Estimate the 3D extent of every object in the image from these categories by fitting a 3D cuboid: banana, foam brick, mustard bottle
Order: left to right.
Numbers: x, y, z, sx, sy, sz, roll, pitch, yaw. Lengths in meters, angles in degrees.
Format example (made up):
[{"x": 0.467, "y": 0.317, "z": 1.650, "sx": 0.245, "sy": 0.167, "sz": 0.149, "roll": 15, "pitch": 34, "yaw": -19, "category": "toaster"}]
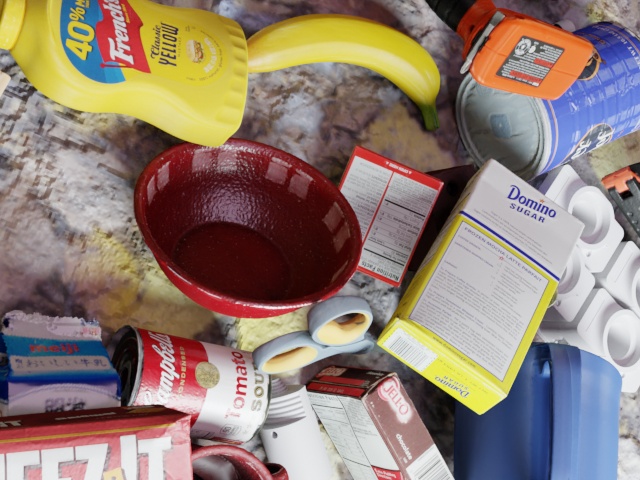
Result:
[{"x": -0.144, "y": -0.130, "z": 0.722, "sx": 0.191, "sy": 0.058, "sz": 0.096, "roll": 13, "pitch": 63, "yaw": -28, "category": "mustard bottle"}, {"x": 0.025, "y": -0.143, "z": 0.837, "sx": 0.197, "sy": 0.037, "sz": 0.069, "roll": 13, "pitch": 80, "yaw": -29, "category": "banana"}, {"x": 0.097, "y": -0.018, "z": 0.864, "sx": 0.052, "sy": 0.051, "sz": 0.078, "roll": -16, "pitch": 95, "yaw": -31, "category": "foam brick"}]

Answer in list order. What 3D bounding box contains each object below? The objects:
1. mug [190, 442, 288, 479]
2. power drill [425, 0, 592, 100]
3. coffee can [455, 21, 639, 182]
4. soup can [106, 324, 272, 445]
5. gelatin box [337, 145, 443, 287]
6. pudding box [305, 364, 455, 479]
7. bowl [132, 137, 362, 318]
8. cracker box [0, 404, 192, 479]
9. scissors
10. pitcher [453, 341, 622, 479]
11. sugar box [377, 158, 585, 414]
[{"x": -0.077, "y": 0.178, "z": 0.732, "sx": 0.117, "sy": 0.082, "sz": 0.093, "roll": -19, "pitch": 97, "yaw": -30, "category": "mug"}, {"x": 0.122, "y": -0.185, "z": 0.824, "sx": 0.184, "sy": 0.188, "sz": 0.057, "roll": 3, "pitch": 129, "yaw": -41, "category": "power drill"}, {"x": 0.200, "y": -0.118, "z": 0.901, "sx": 0.140, "sy": 0.103, "sz": 0.103, "roll": -24, "pitch": 99, "yaw": -30, "category": "coffee can"}, {"x": -0.093, "y": 0.101, "z": 0.736, "sx": 0.102, "sy": 0.069, "sz": 0.068, "roll": 16, "pitch": 79, "yaw": -30, "category": "soup can"}, {"x": 0.043, "y": -0.018, "z": 0.816, "sx": 0.073, "sy": 0.030, "sz": 0.089, "roll": 23, "pitch": 94, "yaw": 3, "category": "gelatin box"}, {"x": 0.044, "y": 0.149, "z": 0.801, "sx": 0.039, "sy": 0.090, "sz": 0.113, "roll": -34, "pitch": 105, "yaw": -26, "category": "pudding box"}, {"x": -0.055, "y": 0.001, "z": 0.745, "sx": 0.162, "sy": 0.055, "sz": 0.162, "roll": 12, "pitch": 44, "yaw": -12, "category": "bowl"}, {"x": -0.153, "y": 0.207, "z": 0.603, "sx": 0.164, "sy": 0.072, "sz": 0.214, "roll": -1, "pitch": 87, "yaw": -26, "category": "cracker box"}, {"x": 0.010, "y": 0.081, "z": 0.777, "sx": 0.096, "sy": 0.201, "sz": 0.016, "roll": -26, "pitch": 69, "yaw": 2, "category": "scissors"}, {"x": 0.159, "y": 0.202, "z": 0.792, "sx": 0.149, "sy": 0.145, "sz": 0.242, "roll": 35, "pitch": 50, "yaw": -37, "category": "pitcher"}, {"x": 0.121, "y": 0.030, "z": 0.783, "sx": 0.093, "sy": 0.048, "sz": 0.176, "roll": 35, "pitch": 52, "yaw": -1, "category": "sugar box"}]
